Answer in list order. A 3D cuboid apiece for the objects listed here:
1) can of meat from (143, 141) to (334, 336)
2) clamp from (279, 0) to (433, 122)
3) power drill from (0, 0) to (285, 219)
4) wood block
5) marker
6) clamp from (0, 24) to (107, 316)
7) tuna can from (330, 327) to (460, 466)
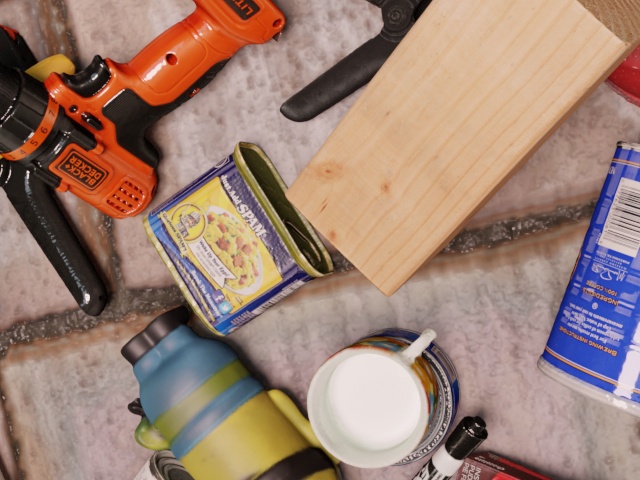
[{"bbox_3d":[-0.054,0.001,0.697,0.084,0.057,0.102,-34,84,14],"label":"can of meat"},{"bbox_3d":[0.046,-0.148,0.677,0.172,0.039,0.120,-10,95,16],"label":"clamp"},{"bbox_3d":[-0.128,-0.116,0.659,0.188,0.184,0.057,-44,48,9],"label":"power drill"},{"bbox_3d":[0.083,-0.075,0.601,0.090,0.090,0.206,45,127,7],"label":"wood block"},{"bbox_3d":[0.067,0.153,0.671,0.020,0.020,0.121,38,120,9],"label":"marker"},{"bbox_3d":[-0.215,-0.044,0.743,0.165,0.036,0.210,7,91,14],"label":"clamp"},{"bbox_3d":[0.046,0.101,0.687,0.086,0.033,0.086,0,92,13],"label":"tuna can"}]
